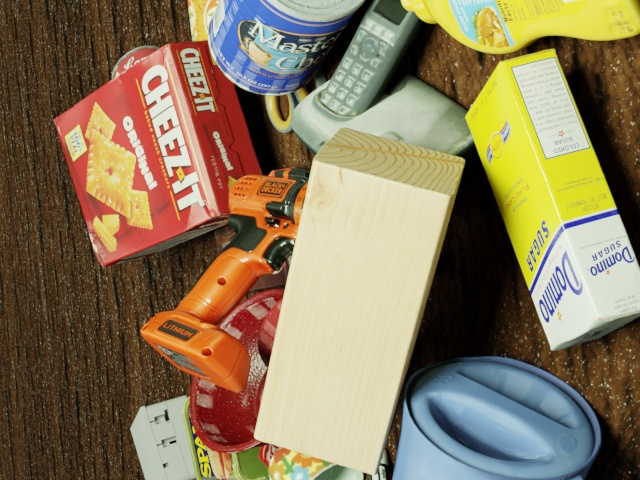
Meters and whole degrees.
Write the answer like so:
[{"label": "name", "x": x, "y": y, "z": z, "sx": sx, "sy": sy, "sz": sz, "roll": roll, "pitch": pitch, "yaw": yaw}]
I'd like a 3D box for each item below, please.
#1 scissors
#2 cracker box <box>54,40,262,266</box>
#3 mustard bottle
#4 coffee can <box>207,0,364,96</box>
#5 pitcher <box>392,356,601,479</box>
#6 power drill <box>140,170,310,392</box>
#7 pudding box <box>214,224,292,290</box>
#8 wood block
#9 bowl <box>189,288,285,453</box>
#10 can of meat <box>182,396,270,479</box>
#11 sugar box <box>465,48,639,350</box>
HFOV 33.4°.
[{"label": "scissors", "x": -0.048, "y": -0.185, "z": 0.992, "sx": 0.202, "sy": 0.016, "sz": 0.096, "roll": 61, "pitch": 140, "yaw": 28}, {"label": "cracker box", "x": -0.159, "y": -0.078, "z": 1.027, "sx": 0.214, "sy": 0.071, "sz": 0.164, "roll": -20, "pitch": 87, "yaw": 47}, {"label": "mustard bottle", "x": 0.124, "y": -0.171, "z": 0.692, "sx": 0.192, "sy": 0.058, "sz": 0.096, "roll": 2, "pitch": 121, "yaw": 50}, {"label": "coffee can", "x": -0.027, "y": -0.191, "z": 0.857, "sx": 0.140, "sy": 0.102, "sz": 0.103, "roll": 135, "pitch": 120, "yaw": -66}, {"label": "pitcher", "x": 0.110, "y": 0.218, "z": 0.756, "sx": 0.145, "sy": 0.149, "sz": 0.243, "roll": 14, "pitch": 119, "yaw": 11}, {"label": "power drill", "x": -0.043, "y": 0.027, "z": 0.847, "sx": 0.185, "sy": 0.187, "sz": 0.057, "roll": 9, "pitch": 147, "yaw": 50}, {"label": "pudding box", "x": -0.057, "y": 0.001, "z": 1.024, "sx": 0.114, "sy": 0.039, "sz": 0.090, "roll": -14, "pitch": 85, "yaw": 55}, {"label": "wood block", "x": 0.025, "y": 0.040, "z": 0.725, "sx": 0.091, "sy": 0.090, "sz": 0.206, "roll": 16, "pitch": 112, "yaw": 8}, {"label": "bowl", "x": -0.047, "y": 0.128, "z": 0.988, "sx": 0.162, "sy": 0.055, "sz": 0.162, "roll": -28, "pitch": 45, "yaw": 32}, {"label": "can of meat", "x": -0.092, "y": 0.204, "z": 1.105, "sx": 0.084, "sy": 0.057, "sz": 0.102, "roll": -19, "pitch": 82, "yaw": 52}, {"label": "sugar box", "x": 0.150, "y": -0.023, "z": 0.692, "sx": 0.093, "sy": 0.048, "sz": 0.176, "roll": 110, "pitch": 146, "yaw": -72}]
